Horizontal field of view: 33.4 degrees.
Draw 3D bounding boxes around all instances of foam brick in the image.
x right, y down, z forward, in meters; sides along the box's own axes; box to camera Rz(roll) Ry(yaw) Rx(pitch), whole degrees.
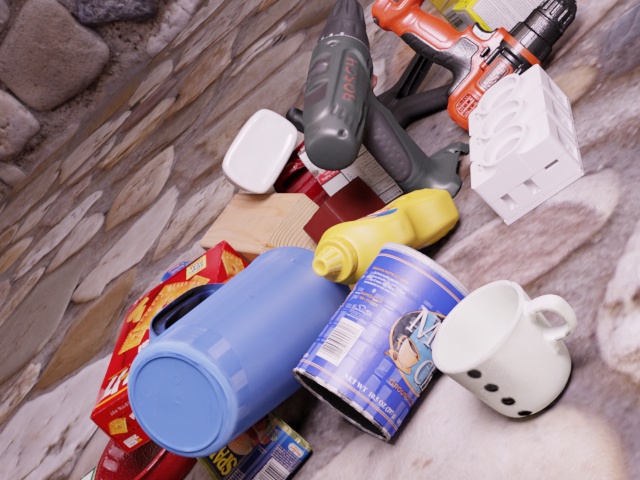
[{"bbox_3d":[0.028,-0.025,1.196,0.078,0.051,0.053,-39,-8,-48],"label":"foam brick"}]

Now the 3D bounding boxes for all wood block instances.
[{"bbox_3d":[-0.059,0.002,1.312,0.090,0.090,0.206,-54,22,-14],"label":"wood block"}]

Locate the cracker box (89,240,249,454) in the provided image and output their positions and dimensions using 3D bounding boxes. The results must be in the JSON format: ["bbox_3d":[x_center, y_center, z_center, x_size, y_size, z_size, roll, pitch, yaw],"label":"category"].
[{"bbox_3d":[-0.160,0.113,1.194,0.164,0.072,0.213,-34,22,20],"label":"cracker box"}]

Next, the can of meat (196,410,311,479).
[{"bbox_3d":[-0.062,0.204,1.018,0.084,0.057,0.102,-48,21,-8],"label":"can of meat"}]

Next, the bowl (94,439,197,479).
[{"bbox_3d":[-0.180,0.231,1.196,0.162,0.055,0.162,-40,23,20],"label":"bowl"}]

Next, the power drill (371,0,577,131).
[{"bbox_3d":[0.165,-0.243,1.188,0.184,0.188,0.057,-49,-13,11],"label":"power drill"}]

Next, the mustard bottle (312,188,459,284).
[{"bbox_3d":[0.052,0.001,1.029,0.096,0.058,0.191,-23,1,37],"label":"mustard bottle"}]

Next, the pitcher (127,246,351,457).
[{"bbox_3d":[-0.080,0.100,0.993,0.149,0.145,0.242,-35,-1,30],"label":"pitcher"}]

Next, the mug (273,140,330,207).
[{"bbox_3d":[-0.015,-0.083,1.359,0.082,0.093,0.117,-43,-18,27],"label":"mug"}]

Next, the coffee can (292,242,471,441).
[{"bbox_3d":[0.057,0.087,0.926,0.140,0.102,0.103,-53,22,-13],"label":"coffee can"}]

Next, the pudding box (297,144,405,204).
[{"bbox_3d":[0.041,-0.084,1.234,0.090,0.113,0.039,-33,11,38],"label":"pudding box"}]

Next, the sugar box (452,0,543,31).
[{"bbox_3d":[0.248,-0.304,1.252,0.176,0.093,0.048,-48,21,-3],"label":"sugar box"}]

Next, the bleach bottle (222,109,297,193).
[{"bbox_3d":[-0.091,-0.103,1.386,0.102,0.068,0.251,-58,8,-8],"label":"bleach bottle"}]

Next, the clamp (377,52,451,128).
[{"bbox_3d":[0.102,-0.182,1.386,0.210,0.036,0.164,-37,31,32],"label":"clamp"}]
